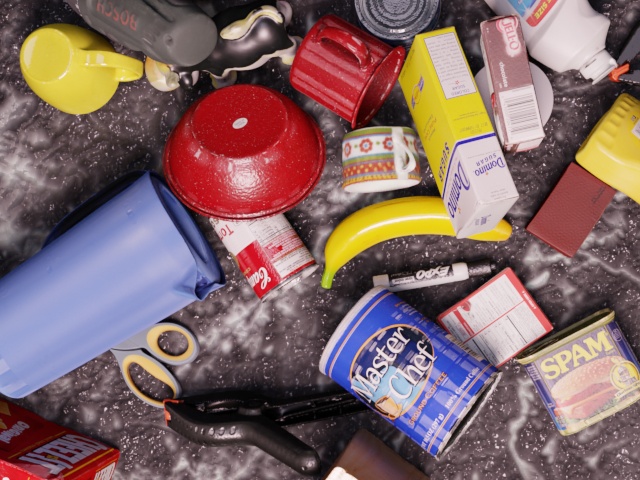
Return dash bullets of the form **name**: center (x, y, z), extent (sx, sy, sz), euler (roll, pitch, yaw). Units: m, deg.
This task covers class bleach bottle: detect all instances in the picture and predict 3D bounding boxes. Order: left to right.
- **bleach bottle**: center (0.200, -0.261, 1.021), extent (0.103, 0.068, 0.251), euler (-38, 83, 10)

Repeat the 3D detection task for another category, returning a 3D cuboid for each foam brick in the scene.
- **foam brick**: center (0.238, -0.028, 1.022), extent (0.053, 0.051, 0.078), euler (35, 94, 6)

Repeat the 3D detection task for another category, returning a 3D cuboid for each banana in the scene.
- **banana**: center (0.086, -0.011, 1.053), extent (0.198, 0.037, 0.069), euler (-15, 116, 10)

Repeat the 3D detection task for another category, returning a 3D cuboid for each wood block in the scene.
- **wood block**: center (0.036, 0.245, 0.966), extent (0.090, 0.206, 0.091), euler (37, 94, 7)

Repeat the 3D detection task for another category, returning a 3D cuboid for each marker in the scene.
- **marker**: center (0.112, 0.035, 1.050), extent (0.121, 0.020, 0.020), euler (-10, 87, 4)

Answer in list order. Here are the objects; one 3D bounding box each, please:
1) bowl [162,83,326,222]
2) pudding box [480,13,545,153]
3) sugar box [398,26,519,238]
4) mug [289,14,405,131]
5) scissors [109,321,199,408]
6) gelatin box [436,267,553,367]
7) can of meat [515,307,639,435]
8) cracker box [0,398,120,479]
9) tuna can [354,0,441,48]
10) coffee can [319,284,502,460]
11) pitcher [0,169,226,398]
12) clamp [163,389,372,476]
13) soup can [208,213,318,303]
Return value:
- **bowl**: center (-0.075, -0.098, 1.027), extent (0.162, 0.055, 0.162), euler (-1, 57, 2)
- **pudding box**: center (0.171, -0.139, 0.961), extent (0.039, 0.090, 0.113), euler (-10, 88, 9)
- **sugar box**: center (0.126, -0.099, 0.998), extent (0.048, 0.093, 0.176), euler (-13, 73, -10)
- **mug**: center (0.023, -0.169, 1.025), extent (0.081, 0.117, 0.093), euler (32, 81, 12)
- **scissors**: center (-0.207, 0.086, 1.099), extent (0.202, 0.016, 0.096), euler (45, 93, 7)
- **gelatin box**: center (0.169, 0.080, 1.040), extent (0.089, 0.030, 0.073), euler (-36, 86, 6)
- **can of meat**: center (0.251, 0.125, 1.014), extent (0.102, 0.057, 0.084), euler (-28, 88, 7)
- **cracker box**: center (-0.324, 0.206, 1.038), extent (0.214, 0.164, 0.072), euler (21, 94, 8)
- **tuna can**: center (0.076, -0.236, 1.057), extent (0.086, 0.033, 0.086), euler (0, 89, 8)
- **coffee can**: center (0.084, 0.123, 1.003), extent (0.140, 0.102, 0.103), euler (36, 93, 17)
- **pitcher**: center (-0.227, 0.041, 1.045), extent (0.243, 0.149, 0.145), euler (-32, 96, 3)
- **clamp**: center (-0.054, 0.172, 1.037), extent (0.210, 0.164, 0.036), euler (3, 105, 30)
- **soup can**: center (-0.057, 0.001, 1.053), extent (0.068, 0.068, 0.102), euler (-34, 84, 6)
